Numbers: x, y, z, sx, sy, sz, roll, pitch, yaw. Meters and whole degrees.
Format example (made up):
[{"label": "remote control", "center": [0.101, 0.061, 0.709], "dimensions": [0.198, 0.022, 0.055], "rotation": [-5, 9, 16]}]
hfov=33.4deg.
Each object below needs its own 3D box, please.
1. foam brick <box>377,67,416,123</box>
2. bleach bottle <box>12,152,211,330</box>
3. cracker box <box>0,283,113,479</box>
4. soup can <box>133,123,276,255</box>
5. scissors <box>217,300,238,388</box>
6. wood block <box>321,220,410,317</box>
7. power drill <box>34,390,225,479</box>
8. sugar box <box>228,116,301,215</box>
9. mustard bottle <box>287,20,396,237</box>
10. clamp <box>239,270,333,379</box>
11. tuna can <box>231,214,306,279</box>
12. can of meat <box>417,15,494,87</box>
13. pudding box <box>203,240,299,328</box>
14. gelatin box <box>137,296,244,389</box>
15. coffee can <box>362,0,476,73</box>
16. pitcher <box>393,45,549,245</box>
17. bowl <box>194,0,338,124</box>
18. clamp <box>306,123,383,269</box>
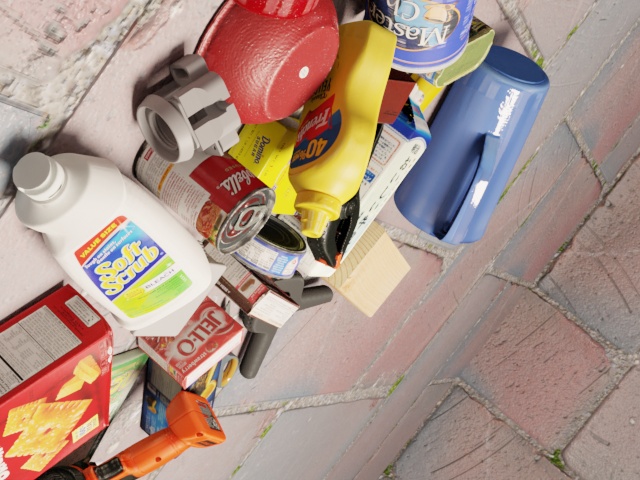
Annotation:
[{"label": "foam brick", "center": [0.044, -0.152, 1.055], "dimensions": [0.078, 0.051, 0.053], "rotation": [-1, 130, -45]}, {"label": "bleach bottle", "center": [-0.173, -0.003, 0.841], "dimensions": [0.102, 0.068, 0.250], "rotation": [-29, 156, 4]}, {"label": "cracker box", "center": [-0.276, 0.156, 0.899], "dimensions": [0.213, 0.072, 0.164], "rotation": [-36, 156, -35]}, {"label": "soup can", "center": [-0.096, -0.045, 0.882], "dimensions": [0.068, 0.102, 0.068], "rotation": [-43, 160, -20]}, {"label": "scissors", "center": [-0.135, 0.145, 1.294], "dimensions": [0.096, 0.016, 0.202], "rotation": [-44, 160, -19]}, {"label": "wood block", "center": [0.039, 0.021, 1.344], "dimensions": [0.091, 0.090, 0.206], "rotation": [-50, 161, -2]}, {"label": "power drill", "center": [-0.201, 0.225, 1.106], "dimensions": [0.187, 0.057, 0.184], "rotation": [-30, 165, 3]}, {"label": "sugar box", "center": [-0.034, -0.073, 1.060], "dimensions": [0.093, 0.048, 0.176], "rotation": [-57, 159, 13]}, {"label": "mustard bottle", "center": [0.012, -0.094, 0.948], "dimensions": [0.096, 0.058, 0.191], "rotation": [-12, -119, 56]}, {"label": "clamp", "center": [-0.061, 0.094, 1.335], "dimensions": [0.164, 0.036, 0.210], "rotation": [-48, 159, -6]}, {"label": "tuna can", "center": [-0.057, 0.001, 1.090], "dimensions": [0.034, 0.086, 0.086], "rotation": [-59, 160, 18]}, {"label": "can of meat", "center": [0.119, -0.209, 1.098], "dimensions": [0.101, 0.084, 0.057], "rotation": [-33, 155, -42]}, {"label": "pudding box", "center": [-0.077, 0.045, 1.119], "dimensions": [0.039, 0.090, 0.113], "rotation": [-51, 161, 2]}, {"label": "gelatin box", "center": [-0.135, 0.100, 1.116], "dimensions": [0.089, 0.073, 0.030], "rotation": [-39, 158, -30]}, {"label": "coffee can", "center": [0.094, -0.235, 0.960], "dimensions": [0.102, 0.103, 0.140], "rotation": [-42, 160, -24]}, {"label": "pitcher", "center": [0.199, -0.119, 1.376], "dimensions": [0.144, 0.149, 0.243], "rotation": [-14, 138, -43]}, {"label": "bowl", "center": [-0.035, -0.154, 0.893], "dimensions": [0.162, 0.055, 0.162], "rotation": [-44, 161, -20]}, {"label": "clamp", "center": [0.024, -0.050, 1.105], "dimensions": [0.120, 0.039, 0.171], "rotation": [-38, 149, -36]}]
